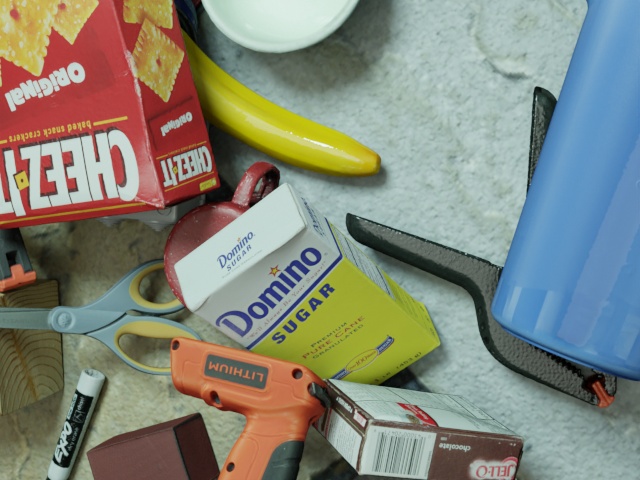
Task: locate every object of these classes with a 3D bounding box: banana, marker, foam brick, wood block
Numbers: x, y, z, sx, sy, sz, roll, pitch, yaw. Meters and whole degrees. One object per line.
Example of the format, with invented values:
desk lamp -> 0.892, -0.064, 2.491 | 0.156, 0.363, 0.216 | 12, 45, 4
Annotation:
banana -> -0.050, -0.094, 0.748 | 0.197, 0.070, 0.037 | 34, 69, -12
marker -> -0.198, 0.159, 0.843 | 0.020, 0.020, 0.121 | 24, 101, 14
foam brick -> -0.126, 0.168, 0.804 | 0.078, 0.053, 0.051 | -18, 89, 18
wood block -> -0.317, 0.080, 0.835 | 0.206, 0.090, 0.091 | 0, 97, 17

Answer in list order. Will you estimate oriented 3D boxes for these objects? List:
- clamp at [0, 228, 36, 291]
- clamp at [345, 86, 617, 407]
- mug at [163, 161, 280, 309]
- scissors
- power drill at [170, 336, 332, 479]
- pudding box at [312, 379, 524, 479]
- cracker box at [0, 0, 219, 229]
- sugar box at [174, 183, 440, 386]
clamp -> -0.272, -0.021, 0.811 | 0.171, 0.039, 0.120 | 57, 145, 20
clamp -> 0.125, 0.024, 0.720 | 0.165, 0.036, 0.210 | -27, 88, 11
mug -> -0.055, 0.001, 0.753 | 0.093, 0.081, 0.117 | 22, 100, 14
scissors -> -0.173, 0.041, 0.775 | 0.201, 0.016, 0.096 | 21, 82, -20
power drill -> -0.081, 0.159, 0.660 | 0.184, 0.057, 0.187 | 11, 73, 14
pudding box -> 0.062, 0.125, 0.698 | 0.113, 0.090, 0.039 | 12, 95, -21
cracker box -> -0.172, -0.121, 0.706 | 0.164, 0.072, 0.214 | -5, 103, 33
sugar box -> -0.004, 0.043, 0.697 | 0.093, 0.176, 0.048 | -36, 49, 14
